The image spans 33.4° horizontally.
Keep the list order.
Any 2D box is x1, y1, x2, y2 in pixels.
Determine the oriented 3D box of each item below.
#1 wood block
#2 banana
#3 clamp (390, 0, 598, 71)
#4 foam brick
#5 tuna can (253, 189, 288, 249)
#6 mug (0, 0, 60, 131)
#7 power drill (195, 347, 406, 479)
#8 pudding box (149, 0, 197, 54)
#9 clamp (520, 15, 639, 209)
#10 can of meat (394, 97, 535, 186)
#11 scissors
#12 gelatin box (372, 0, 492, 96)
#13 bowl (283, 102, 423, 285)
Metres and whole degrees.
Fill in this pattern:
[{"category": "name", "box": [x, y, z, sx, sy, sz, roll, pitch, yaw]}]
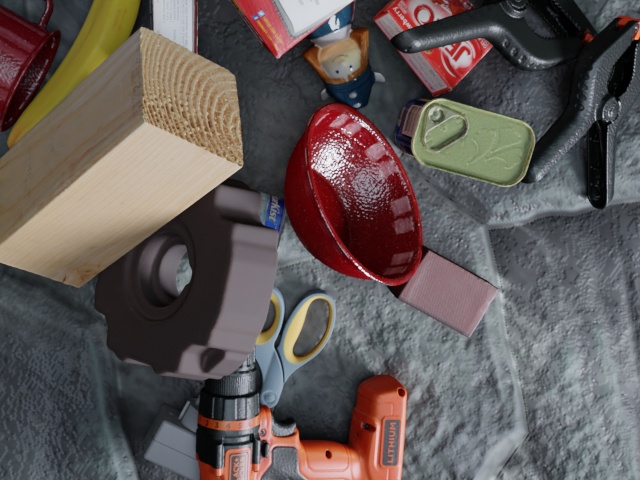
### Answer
[{"category": "wood block", "box": [-0.161, -0.056, 0.810, 0.090, 0.090, 0.206, 22, 138, -39]}, {"category": "banana", "box": [-0.192, -0.157, 0.866, 0.037, 0.069, 0.198, 35, 104, 28]}, {"category": "clamp", "box": [0.148, -0.192, 0.893, 0.209, 0.036, 0.164, 27, 68, -25]}, {"category": "foam brick", "box": [0.107, 0.042, 0.950, 0.078, 0.053, 0.051, 29, 95, -13]}, {"category": "tuna can", "box": [-0.056, 0.001, 0.902, 0.033, 0.086, 0.086, 17, 98, -9]}, {"category": "mug", "box": [-0.258, -0.156, 0.844, 0.081, 0.093, 0.117, 30, 90, -8]}, {"category": "power drill", "box": [-0.018, 0.160, 0.926, 0.187, 0.057, 0.184, -1, 100, -26]}, {"category": "pudding box", "box": [-0.117, -0.170, 0.859, 0.039, 0.090, 0.113, -2, 100, -8]}, {"category": "clamp", "box": [0.232, -0.112, 0.924, 0.120, 0.039, 0.171, 1, 106, -43]}, {"category": "can of meat", "box": [0.119, -0.087, 0.912, 0.102, 0.084, 0.057, 14, 98, -11]}, {"category": "scissors", "box": [-0.059, 0.124, 0.961, 0.096, 0.016, 0.202, 31, 95, -11]}, {"category": "gelatin box", "box": [0.099, -0.179, 0.906, 0.089, 0.030, 0.073, 49, 67, -13]}, {"category": "bowl", "box": [0.019, -0.031, 0.893, 0.055, 0.162, 0.162, -24, 106, 32]}]
